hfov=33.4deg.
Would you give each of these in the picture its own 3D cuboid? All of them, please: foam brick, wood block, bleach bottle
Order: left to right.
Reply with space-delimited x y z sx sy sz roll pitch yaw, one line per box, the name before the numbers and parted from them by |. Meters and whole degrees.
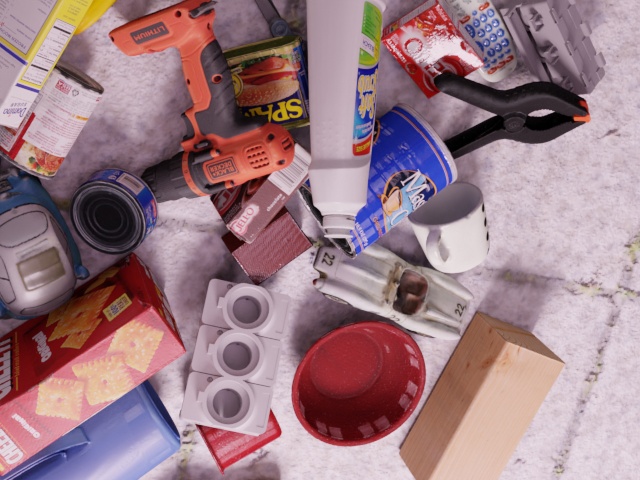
foam brick | -0.058 0.001 1.150 0.078 0.053 0.051 -35 116 -1
bleach bottle | 0.023 -0.127 1.044 0.068 0.102 0.251 -1 84 19
wood block | 0.190 0.203 1.281 0.090 0.090 0.206 22 102 -23

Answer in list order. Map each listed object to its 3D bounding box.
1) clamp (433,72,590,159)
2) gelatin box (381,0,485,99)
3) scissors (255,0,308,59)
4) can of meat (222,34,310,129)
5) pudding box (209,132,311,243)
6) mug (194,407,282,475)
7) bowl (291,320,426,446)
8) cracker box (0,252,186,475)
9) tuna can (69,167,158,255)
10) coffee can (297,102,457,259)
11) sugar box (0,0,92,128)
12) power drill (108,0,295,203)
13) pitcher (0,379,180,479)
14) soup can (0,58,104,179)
clamp | 0.198 -0.140 1.135 0.171 0.039 0.120 -10 144 9
gelatin box | 0.119 -0.202 1.121 0.073 0.030 0.089 -29 118 26
scissors | -0.022 -0.216 1.096 0.096 0.016 0.202 -17 115 -6
can of meat | -0.056 -0.155 1.078 0.102 0.057 0.084 -12 112 9
pudding box | -0.060 -0.061 1.105 0.039 0.090 0.113 40 95 -27
mug | -0.094 0.209 1.207 0.081 0.093 0.117 -28 147 -10
bowl | 0.038 0.156 1.236 0.162 0.055 0.162 -6 112 -14
cracker box | -0.251 0.115 1.075 0.213 0.164 0.072 -33 114 -3
tuna can | -0.210 -0.029 1.083 0.086 0.033 0.086 7 118 13
coffee can | 0.058 -0.063 1.122 0.140 0.103 0.102 -38 116 -8
sugar box | -0.278 -0.202 0.987 0.093 0.048 0.176 37 102 20
power drill | -0.133 -0.133 1.048 0.185 0.057 0.187 -14 109 29
pitcher | -0.277 0.237 1.129 0.242 0.149 0.145 -32 116 -6
soup can | -0.263 -0.120 1.034 0.068 0.068 0.102 29 100 -24
